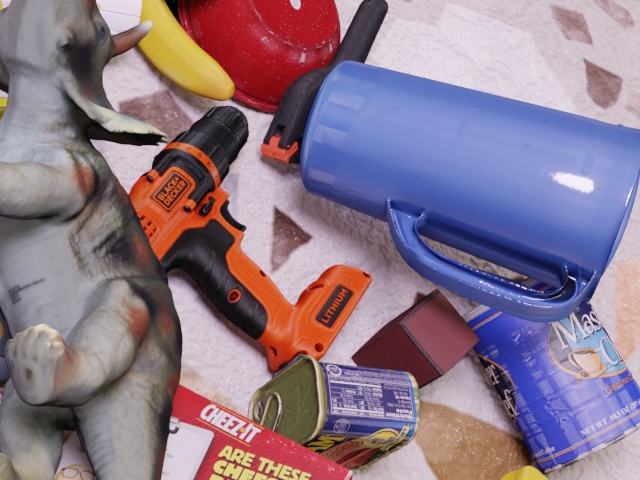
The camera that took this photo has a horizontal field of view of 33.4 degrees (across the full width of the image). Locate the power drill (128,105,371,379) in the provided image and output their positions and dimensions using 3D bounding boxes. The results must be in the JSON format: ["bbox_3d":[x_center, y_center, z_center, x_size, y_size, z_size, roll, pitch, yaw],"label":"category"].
[{"bbox_3d":[-0.055,0.001,0.804,0.187,0.057,0.184,38,52,-5],"label":"power drill"}]

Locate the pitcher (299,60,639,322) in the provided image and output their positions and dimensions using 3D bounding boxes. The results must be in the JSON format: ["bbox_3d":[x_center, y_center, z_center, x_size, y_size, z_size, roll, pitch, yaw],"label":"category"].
[{"bbox_3d":[0.109,-0.045,0.799,0.243,0.145,0.149,18,14,11],"label":"pitcher"}]

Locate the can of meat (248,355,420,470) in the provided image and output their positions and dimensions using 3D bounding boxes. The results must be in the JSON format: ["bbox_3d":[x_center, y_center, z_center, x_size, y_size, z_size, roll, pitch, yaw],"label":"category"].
[{"bbox_3d":[0.009,0.123,0.744,0.083,0.102,0.057,10,59,-29],"label":"can of meat"}]

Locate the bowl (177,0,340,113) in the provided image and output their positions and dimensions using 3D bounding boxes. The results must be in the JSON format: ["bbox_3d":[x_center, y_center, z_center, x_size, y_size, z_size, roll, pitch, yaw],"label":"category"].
[{"bbox_3d":[-0.038,-0.192,0.906,0.161,0.055,0.162,15,63,-32],"label":"bowl"}]

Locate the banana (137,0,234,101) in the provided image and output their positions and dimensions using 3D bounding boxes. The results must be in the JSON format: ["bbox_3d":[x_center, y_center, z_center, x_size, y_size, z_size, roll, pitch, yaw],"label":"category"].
[{"bbox_3d":[-0.130,-0.190,0.860,0.037,0.070,0.198,3,64,-62],"label":"banana"}]

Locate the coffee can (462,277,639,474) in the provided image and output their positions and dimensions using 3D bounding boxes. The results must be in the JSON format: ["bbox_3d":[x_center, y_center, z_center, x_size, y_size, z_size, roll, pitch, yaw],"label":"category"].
[{"bbox_3d":[0.189,0.102,0.861,0.102,0.103,0.140,-19,75,-37],"label":"coffee can"}]

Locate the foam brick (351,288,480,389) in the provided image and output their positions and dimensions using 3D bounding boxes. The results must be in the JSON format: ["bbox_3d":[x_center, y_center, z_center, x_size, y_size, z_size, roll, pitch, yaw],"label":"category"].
[{"bbox_3d":[0.072,0.083,0.818,0.051,0.078,0.052,51,53,2],"label":"foam brick"}]

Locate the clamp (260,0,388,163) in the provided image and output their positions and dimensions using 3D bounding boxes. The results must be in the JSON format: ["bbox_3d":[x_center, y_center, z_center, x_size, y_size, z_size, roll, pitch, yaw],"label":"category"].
[{"bbox_3d":[0.014,-0.127,0.893,0.171,0.039,0.120,-37,124,-39],"label":"clamp"}]
